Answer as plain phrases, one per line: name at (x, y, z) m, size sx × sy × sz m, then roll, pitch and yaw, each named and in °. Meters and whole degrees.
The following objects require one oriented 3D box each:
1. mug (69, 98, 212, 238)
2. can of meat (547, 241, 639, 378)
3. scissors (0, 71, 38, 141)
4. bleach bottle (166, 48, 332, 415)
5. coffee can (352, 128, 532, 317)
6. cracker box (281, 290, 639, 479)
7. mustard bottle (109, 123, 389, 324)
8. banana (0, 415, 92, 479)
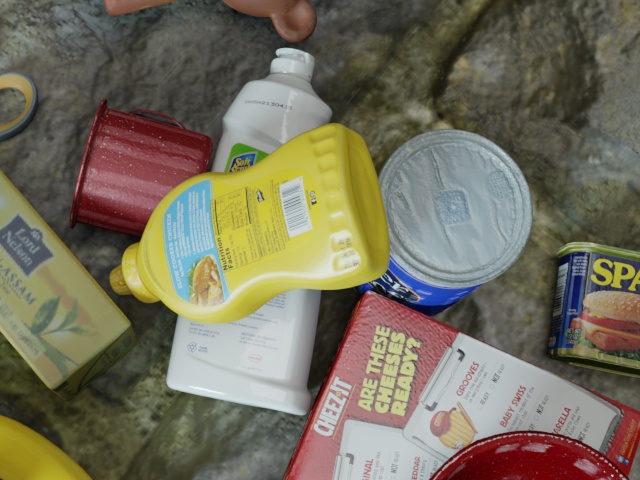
mug at (-0.123, -0.051, 0.755) m, size 0.081 × 0.093 × 0.117 m, roll 14°, pitch 40°, yaw -9°
can of meat at (0.221, 0.053, 0.783) m, size 0.102 × 0.057 × 0.084 m, roll 11°, pitch 79°, yaw -4°
scissors at (-0.269, -0.054, 0.767) m, size 0.096 × 0.016 × 0.201 m, roll 14°, pitch 76°, yaw -4°
bleach bottle at (-0.034, -0.011, 0.748) m, size 0.102 × 0.068 × 0.251 m, roll 10°, pitch 80°, yaw 7°
coffee can at (0.075, -0.006, 0.734) m, size 0.102 × 0.140 × 0.103 m, roll 2°, pitch 77°, yaw -7°
cracker box at (0.094, 0.154, 0.736) m, size 0.213 × 0.072 × 0.164 m, roll 24°, pitch 75°, yaw 0°
mustard bottle at (-0.054, 0.001, 0.671) m, size 0.192 × 0.058 × 0.096 m, roll -18°, pitch 75°, yaw 25°
banana at (-0.191, 0.170, 0.713) m, size 0.069 × 0.037 × 0.198 m, roll -41°, pitch 85°, yaw -16°
